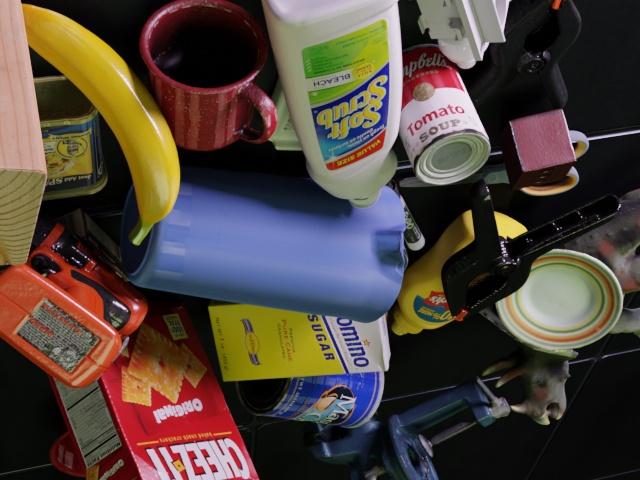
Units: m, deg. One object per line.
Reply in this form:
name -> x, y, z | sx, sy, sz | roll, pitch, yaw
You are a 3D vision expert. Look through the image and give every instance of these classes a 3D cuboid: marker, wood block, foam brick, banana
marker -> 0.082, -0.026, 1.081 | 0.020, 0.020, 0.121 | -23, 146, 8
wood block -> -0.235, -0.093, 0.675 | 0.090, 0.206, 0.091 | 0, 141, -25
foam brick -> 0.202, -0.084, 1.001 | 0.053, 0.051, 0.078 | -13, 170, 2
banana -> -0.153, -0.090, 0.778 | 0.069, 0.037, 0.198 | -24, 107, 5

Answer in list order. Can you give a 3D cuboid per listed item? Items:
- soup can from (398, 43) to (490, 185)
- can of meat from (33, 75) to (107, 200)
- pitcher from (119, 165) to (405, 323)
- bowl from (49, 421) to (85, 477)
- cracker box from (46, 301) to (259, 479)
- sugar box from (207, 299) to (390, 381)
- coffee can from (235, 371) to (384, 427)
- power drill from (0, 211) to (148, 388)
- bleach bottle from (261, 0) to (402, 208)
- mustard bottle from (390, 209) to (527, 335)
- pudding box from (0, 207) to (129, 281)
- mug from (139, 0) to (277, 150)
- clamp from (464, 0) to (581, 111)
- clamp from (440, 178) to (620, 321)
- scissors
soup can -> 0.095, -0.106, 0.900 | 0.068, 0.102, 0.068 | -12, 146, -8
can of meat -> -0.221, -0.079, 0.835 | 0.102, 0.057, 0.084 | -9, 143, -14
pitcher -> -0.056, 0.001, 0.975 | 0.242, 0.145, 0.149 | 8, 126, -27
bowl -> -0.238, 0.218, 1.249 | 0.162, 0.055, 0.162 | -12, 146, -9
cracker box -> -0.165, 0.163, 1.034 | 0.072, 0.214, 0.163 | -37, 157, 26
sugar box -> -0.021, 0.093, 1.105 | 0.176, 0.048, 0.093 | -5, 113, 13
coffee can -> -0.012, 0.157, 1.224 | 0.140, 0.103, 0.103 | 16, 134, -39
power drill -> -0.217, 0.031, 0.848 | 0.184, 0.188, 0.057 | 38, 97, -15
bleach bottle -> 0.025, -0.112, 0.843 | 0.102, 0.068, 0.251 | -19, 144, -1
mustard bottle -> 0.139, 0.045, 1.174 | 0.096, 0.058, 0.192 | 11, 137, -34
pudding box -> -0.247, 0.025, 0.988 | 0.113, 0.039, 0.090 | -21, 148, 9
mug -> -0.080, -0.115, 0.804 | 0.093, 0.117, 0.081 | -47, 164, -29
clamp -> 0.186, -0.160, 0.923 | 0.120, 0.039, 0.172 | -11, 152, -24
clamp -> 0.173, 0.010, 1.059 | 0.164, 0.036, 0.210 | 11, 139, -29
scissors -> 0.183, -0.078, 1.057 | 0.201, 0.016, 0.096 | 4, 139, -29
